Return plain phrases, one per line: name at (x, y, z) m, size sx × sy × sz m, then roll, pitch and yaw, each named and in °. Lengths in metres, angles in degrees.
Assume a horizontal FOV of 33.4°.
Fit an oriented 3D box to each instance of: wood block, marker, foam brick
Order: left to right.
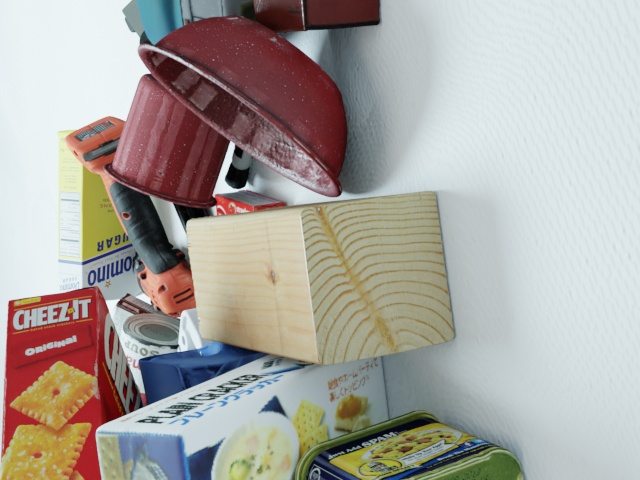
marker at (-0.056, -0.082, 0.838) m, size 0.020 × 0.020 × 0.121 m, roll 65°, pitch 151°, yaw 30°
wood block at (-0.010, 0.022, 0.694) m, size 0.206 × 0.090 × 0.091 m, roll 179°, pitch 83°, yaw -65°
foam brick at (-0.005, -0.157, 0.662) m, size 0.078 × 0.051 × 0.053 m, roll 23°, pitch 120°, yaw 62°

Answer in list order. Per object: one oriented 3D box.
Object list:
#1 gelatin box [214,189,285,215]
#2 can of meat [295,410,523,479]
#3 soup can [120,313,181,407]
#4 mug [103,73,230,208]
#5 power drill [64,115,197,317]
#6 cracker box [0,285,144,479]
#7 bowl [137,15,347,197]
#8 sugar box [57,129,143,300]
gelatin box at (-0.056, 0.001, 0.854) m, size 0.089 × 0.030 × 0.073 m, roll 20°, pitch 116°, yaw 62°
can of meat at (0.051, 0.139, 0.594) m, size 0.084 × 0.101 × 0.057 m, roll 8°, pitch 109°, yaw 62°
soup can at (-0.157, 0.126, 0.979) m, size 0.069 × 0.068 × 0.102 m, roll 41°, pitch 121°, yaw 54°
mug at (-0.106, -0.080, 0.841) m, size 0.093 × 0.117 × 0.081 m, roll 26°, pitch 103°, yaw 27°
power drill at (-0.176, -0.024, 1.019) m, size 0.187 × 0.057 × 0.185 m, roll 65°, pitch 166°, yaw -17°
cracker box at (-0.153, 0.162, 0.698) m, size 0.214 × 0.072 × 0.164 m, roll -103°, pitch 4°, yaw -46°
bowl at (-0.038, -0.096, 0.693) m, size 0.055 × 0.162 × 0.162 m, roll -55°, pitch 28°, yaw -6°
sugar box at (-0.224, -0.026, 1.102) m, size 0.048 × 0.093 × 0.176 m, roll 2°, pitch 95°, yaw 36°
